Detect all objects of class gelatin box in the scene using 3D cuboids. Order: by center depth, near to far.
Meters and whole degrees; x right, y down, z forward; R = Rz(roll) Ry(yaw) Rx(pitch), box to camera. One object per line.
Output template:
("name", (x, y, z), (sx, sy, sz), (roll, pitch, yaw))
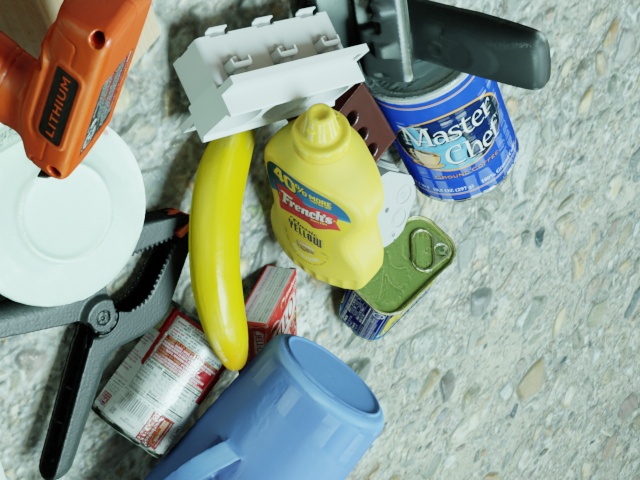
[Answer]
("gelatin box", (-0.043, 0.074, 0.880), (0.089, 0.030, 0.073), (-65, 158, -56))

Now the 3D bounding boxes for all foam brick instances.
("foam brick", (0.016, -0.093, 0.857), (0.053, 0.051, 0.078), (-53, 142, -11))

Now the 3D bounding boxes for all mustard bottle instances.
("mustard bottle", (0.003, -0.039, 0.797), (0.058, 0.096, 0.191), (-46, 159, -21))

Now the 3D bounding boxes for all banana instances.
("banana", (-0.067, -0.006, 0.776), (0.069, 0.037, 0.198), (15, 78, -47))

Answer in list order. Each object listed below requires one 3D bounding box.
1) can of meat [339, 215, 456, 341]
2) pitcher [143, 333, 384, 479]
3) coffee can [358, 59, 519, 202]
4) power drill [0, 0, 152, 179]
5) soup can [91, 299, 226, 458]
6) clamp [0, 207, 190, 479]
("can of meat", (0.067, 0.037, 0.969), (0.102, 0.057, 0.084), (-42, 168, -23))
("pitcher", (-0.068, 0.191, 0.808), (0.145, 0.149, 0.243), (35, 101, -16))
("coffee can", (0.102, -0.113, 0.902), (0.102, 0.103, 0.140), (-50, 141, -14))
("power drill", (-0.175, -0.122, 0.488), (0.185, 0.187, 0.057), (-60, -177, 46))
("soup can", (-0.118, 0.105, 0.814), (0.102, 0.069, 0.068), (-54, 142, -10))
("clamp", (-0.169, 0.047, 0.744), (0.210, 0.036, 0.164), (-53, 136, -17))
